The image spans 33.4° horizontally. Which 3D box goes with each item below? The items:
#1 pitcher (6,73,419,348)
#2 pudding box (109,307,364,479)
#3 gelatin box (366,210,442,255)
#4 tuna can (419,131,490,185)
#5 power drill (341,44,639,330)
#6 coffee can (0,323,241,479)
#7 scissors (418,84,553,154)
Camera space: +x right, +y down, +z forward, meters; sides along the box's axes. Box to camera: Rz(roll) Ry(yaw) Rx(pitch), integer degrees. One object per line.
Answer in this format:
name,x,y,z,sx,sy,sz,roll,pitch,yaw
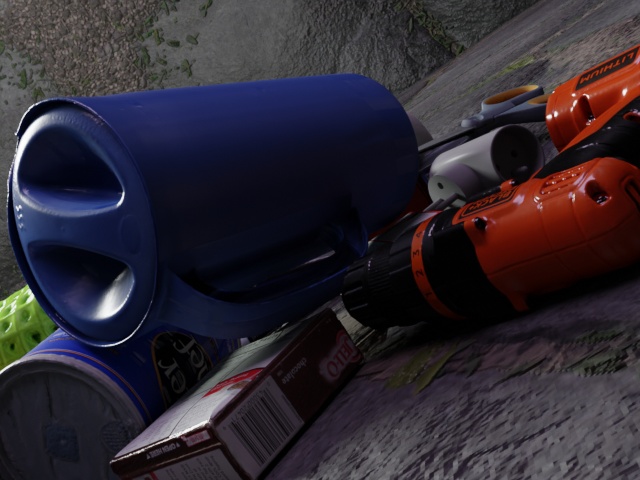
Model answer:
pitcher,-0.045,-0.027,0.628,0.145,0.149,0.242,-19,0,45
pudding box,-0.041,0.087,0.551,0.090,0.039,0.113,-29,7,41
gelatin box,0.047,0.014,0.676,0.073,0.030,0.089,-36,6,-7
tuna can,0.108,-0.061,0.881,0.086,0.034,0.086,-34,7,4
power drill,0.113,-0.026,0.538,0.185,0.057,0.187,-20,18,49
coffee can,-0.120,0.087,0.640,0.103,0.103,0.140,-31,8,25
scissors,0.139,-0.090,0.815,0.096,0.016,0.201,1,21,33
